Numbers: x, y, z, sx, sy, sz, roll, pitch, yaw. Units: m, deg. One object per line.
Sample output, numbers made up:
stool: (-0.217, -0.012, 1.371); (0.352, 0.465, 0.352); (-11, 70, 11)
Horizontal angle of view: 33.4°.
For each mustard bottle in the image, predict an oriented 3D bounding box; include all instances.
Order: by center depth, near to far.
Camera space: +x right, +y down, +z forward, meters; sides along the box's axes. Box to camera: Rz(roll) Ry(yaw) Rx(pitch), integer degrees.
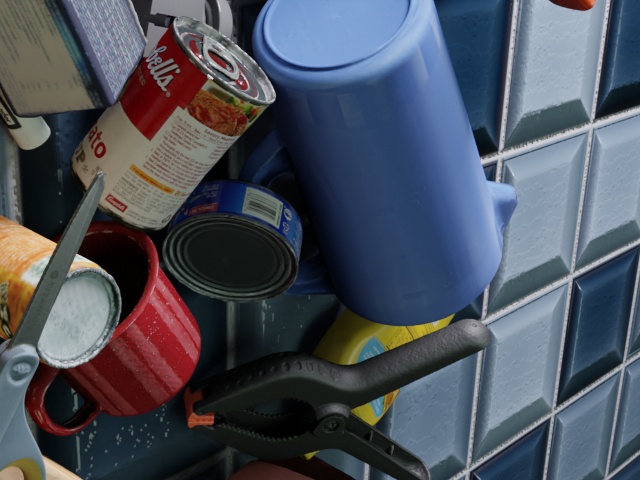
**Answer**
mustard bottle: (0.038, 0.091, 0.845); (0.191, 0.058, 0.096); (-53, 142, -21)

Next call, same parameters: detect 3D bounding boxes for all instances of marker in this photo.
marker: (-0.174, -0.096, 0.542); (0.020, 0.020, 0.121); (-49, 137, -25)

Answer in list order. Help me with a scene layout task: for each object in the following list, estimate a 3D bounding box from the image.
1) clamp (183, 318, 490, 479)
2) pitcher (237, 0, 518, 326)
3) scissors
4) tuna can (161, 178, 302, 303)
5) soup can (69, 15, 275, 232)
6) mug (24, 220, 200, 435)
clamp: (0.008, 0.126, 0.764); (0.209, 0.036, 0.165); (-3, 128, -12)
pitcher: (0.030, -0.055, 0.695); (0.149, 0.145, 0.242); (-57, 148, -24)
scissors: (-0.134, 0.070, 0.499); (0.201, 0.016, 0.096); (-54, 144, -5)
tuna can: (-0.054, 0.001, 0.673); (0.086, 0.086, 0.033); (60, 28, -44)
soup can: (-0.082, -0.062, 0.587); (0.102, 0.068, 0.068); (-47, 147, 21)
mug: (-0.125, 0.058, 0.610); (0.117, 0.093, 0.081); (-62, 147, -27)
